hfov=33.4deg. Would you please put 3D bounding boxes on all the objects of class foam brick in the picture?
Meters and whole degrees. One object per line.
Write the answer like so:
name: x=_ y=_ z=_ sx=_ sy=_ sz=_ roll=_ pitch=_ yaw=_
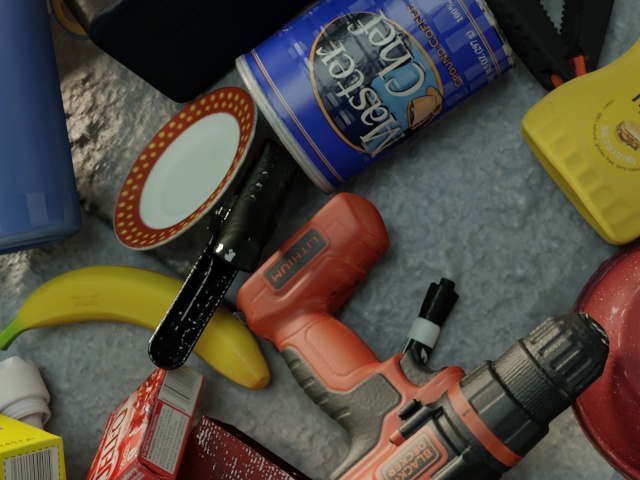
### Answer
foam brick: x=-0.046 y=0.147 z=0.635 sx=0.078 sy=0.053 sz=0.051 roll=30 pitch=85 yaw=24

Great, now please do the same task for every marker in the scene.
marker: x=0.052 y=0.078 z=0.640 sx=0.020 sy=0.020 sz=0.121 roll=23 pitch=82 yaw=24

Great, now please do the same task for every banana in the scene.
banana: x=-0.118 y=0.052 z=0.700 sx=0.198 sy=0.037 sz=0.069 roll=5 pitch=79 yaw=20

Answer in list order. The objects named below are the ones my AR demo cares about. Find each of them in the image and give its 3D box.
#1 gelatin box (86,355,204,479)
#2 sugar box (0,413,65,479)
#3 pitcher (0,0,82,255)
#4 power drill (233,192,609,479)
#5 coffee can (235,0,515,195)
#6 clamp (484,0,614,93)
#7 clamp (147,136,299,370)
gelatin box: x=-0.109 y=0.123 z=0.639 sx=0.073 sy=0.030 sz=0.089 roll=-45 pitch=20 yaw=32
sugar box: x=-0.237 y=0.130 z=0.647 sx=0.177 sy=0.093 sz=0.048 roll=8 pitch=101 yaw=48
pitcher: x=-0.247 y=-0.109 z=0.718 sx=0.144 sy=0.149 sz=0.243 roll=-12 pitch=90 yaw=-29
power drill: x=0.045 y=0.060 z=0.601 sx=0.184 sy=0.057 sz=0.188 roll=-43 pitch=52 yaw=10
coffee can: x=0.033 y=-0.109 z=0.658 sx=0.140 sy=0.102 sz=0.103 roll=-34 pitch=65 yaw=7
clamp: x=0.122 y=-0.193 z=0.650 sx=0.164 sy=0.036 sz=0.210 roll=-3 pitch=84 yaw=-22
clamp: x=-0.054 y=0.001 z=0.655 sx=0.039 sy=0.171 sz=0.120 roll=38 pitch=123 yaw=-9
